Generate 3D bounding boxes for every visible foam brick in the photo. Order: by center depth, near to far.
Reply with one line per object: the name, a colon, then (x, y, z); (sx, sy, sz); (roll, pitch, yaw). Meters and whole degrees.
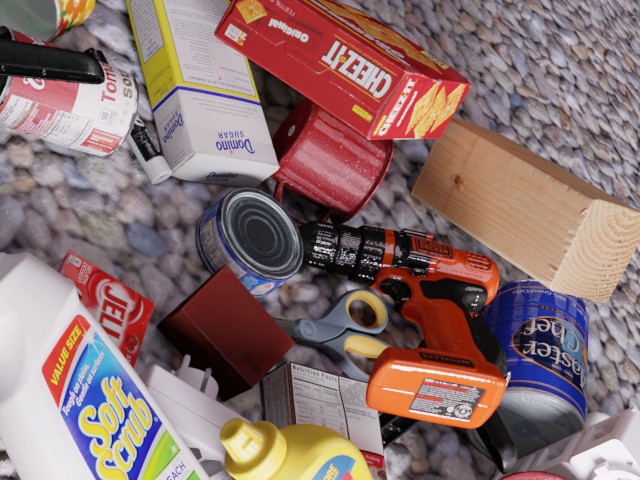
foam brick: (-0.069, 0.068, 0.770); (0.078, 0.051, 0.052); (50, 56, -5)

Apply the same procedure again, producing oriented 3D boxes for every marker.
marker: (-0.155, -0.100, 0.843); (0.020, 0.020, 0.121); (-22, 79, -51)

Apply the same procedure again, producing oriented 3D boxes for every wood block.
wood block: (0.193, -0.033, 1.010); (0.090, 0.091, 0.206); (13, 18, -40)

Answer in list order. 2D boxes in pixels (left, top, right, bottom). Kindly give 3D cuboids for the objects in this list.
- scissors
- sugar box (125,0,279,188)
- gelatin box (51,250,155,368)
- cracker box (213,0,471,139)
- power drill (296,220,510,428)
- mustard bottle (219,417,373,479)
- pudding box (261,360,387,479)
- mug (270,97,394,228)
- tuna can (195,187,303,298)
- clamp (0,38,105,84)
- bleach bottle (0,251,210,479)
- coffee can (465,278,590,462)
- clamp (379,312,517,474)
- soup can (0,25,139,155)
scissors: (-0.007, 0.060, 0.876); (0.201, 0.016, 0.096); (29, 47, -29)
sugar box: (-0.101, -0.132, 0.903); (0.093, 0.048, 0.176); (6, 62, -43)
gelatin box: (-0.156, 0.060, 0.711); (0.073, 0.030, 0.089); (36, 42, -22)
cracker box: (0.029, -0.159, 0.944); (0.164, 0.072, 0.213); (35, 16, 15)
power drill: (0.068, 0.057, 0.858); (0.184, 0.057, 0.187); (11, 36, -11)
mustard bottle: (-0.003, 0.177, 0.705); (0.096, 0.058, 0.191); (-50, 123, -16)
pudding box: (0.004, 0.154, 0.800); (0.089, 0.039, 0.113); (19, 47, -34)
mug: (-0.001, -0.063, 0.930); (0.081, 0.093, 0.117); (31, 79, -19)
tuna can: (-0.056, 0.001, 0.857); (0.086, 0.034, 0.086); (26, 46, -31)
clamp: (-0.269, -0.106, 0.686); (0.210, 0.036, 0.164); (35, 77, -1)
bleach bottle: (-0.145, 0.107, 0.621); (0.251, 0.068, 0.102); (58, 39, -12)
coffee can: (0.190, 0.119, 0.966); (0.102, 0.103, 0.140); (38, 40, -19)
clamp: (0.119, 0.124, 0.878); (0.120, 0.039, 0.171); (15, 45, 19)
soup can: (-0.191, -0.105, 0.771); (0.102, 0.069, 0.068); (16, 52, -39)
